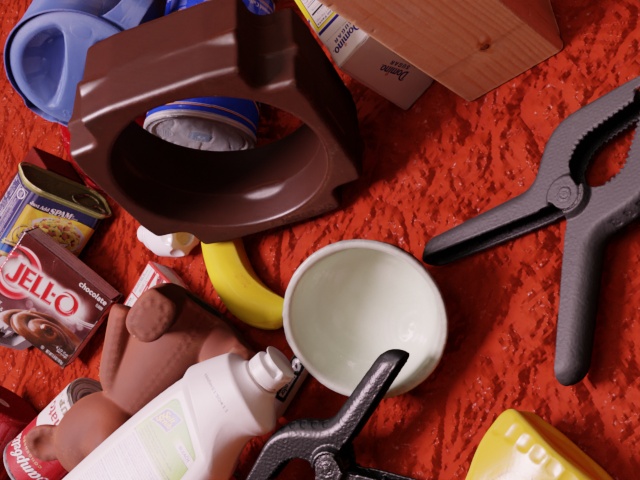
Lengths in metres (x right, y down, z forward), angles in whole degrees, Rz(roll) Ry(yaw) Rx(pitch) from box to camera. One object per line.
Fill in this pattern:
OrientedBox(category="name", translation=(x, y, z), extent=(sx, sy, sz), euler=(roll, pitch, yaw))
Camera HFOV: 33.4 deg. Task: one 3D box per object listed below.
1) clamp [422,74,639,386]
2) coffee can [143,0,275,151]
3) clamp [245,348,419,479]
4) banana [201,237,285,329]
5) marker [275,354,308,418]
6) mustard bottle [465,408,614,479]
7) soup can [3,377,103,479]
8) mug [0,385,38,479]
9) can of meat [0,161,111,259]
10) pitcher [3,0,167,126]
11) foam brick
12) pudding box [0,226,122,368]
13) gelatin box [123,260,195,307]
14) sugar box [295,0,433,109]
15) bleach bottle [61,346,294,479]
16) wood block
OrientedBox(category="clamp", translation=(0.177, -0.016, 0.722), extent=(0.210, 0.036, 0.165), euler=(-50, 47, 15))
OrientedBox(category="coffee can", translation=(-0.101, -0.158, 0.982), extent=(0.103, 0.102, 0.140), euler=(-7, 69, 40))
OrientedBox(category="clamp", translation=(0.020, 0.167, 0.766), extent=(0.172, 0.039, 0.120), euler=(-35, 71, 24))
OrientedBox(category="banana", translation=(-0.069, 0.015, 0.936), extent=(0.069, 0.037, 0.198), euler=(-37, 52, 3))
OrientedBox(category="marker", translation=(-0.009, 0.089, 0.861), extent=(0.020, 0.020, 0.121), euler=(39, 101, 43))
OrientedBox(category="mustard bottle", translation=(0.104, 0.209, 0.685), extent=(0.096, 0.058, 0.192), euler=(41, 103, 33))
OrientedBox(category="soup can", translation=(-0.238, 0.184, 0.997), extent=(0.102, 0.068, 0.068), euler=(-43, 50, 20))
OrientedBox(category="mug", translation=(-0.337, 0.193, 1.078), extent=(0.081, 0.093, 0.117), euler=(-56, 10, 3))
OrientedBox(category="can of meat", translation=(-0.280, -0.020, 1.090), extent=(0.084, 0.102, 0.057), euler=(-55, 38, 15))
OrientedBox(category="pitcher", translation=(-0.204, -0.234, 1.046), extent=(0.149, 0.145, 0.242), euler=(0, 43, 7))
OrientedBox(category="foam brick", translation=(-0.303, -0.050, 1.157), extent=(0.078, 0.052, 0.051), euler=(-54, 47, 11))
OrientedBox(category="pudding box", translation=(-0.266, 0.055, 1.051), extent=(0.113, 0.039, 0.090), euler=(38, 105, -1))
OrientedBox(category="gelatin box", translation=(-0.146, 0.071, 0.984), extent=(0.089, 0.030, 0.073), euler=(39, 102, 44))
OrientedBox(category="sugar box", translation=(0.022, -0.192, 0.892), extent=(0.048, 0.093, 0.176), euler=(-47, 50, 19))
OrientedBox(category="bleach bottle", translation=(-0.115, 0.176, 0.811), extent=(0.251, 0.068, 0.103), euler=(-42, 69, 14))
OrientedBox(category="wood block", translation=(0.076, -0.191, 0.763), extent=(0.091, 0.205, 0.090), euler=(-28, 57, 31))
